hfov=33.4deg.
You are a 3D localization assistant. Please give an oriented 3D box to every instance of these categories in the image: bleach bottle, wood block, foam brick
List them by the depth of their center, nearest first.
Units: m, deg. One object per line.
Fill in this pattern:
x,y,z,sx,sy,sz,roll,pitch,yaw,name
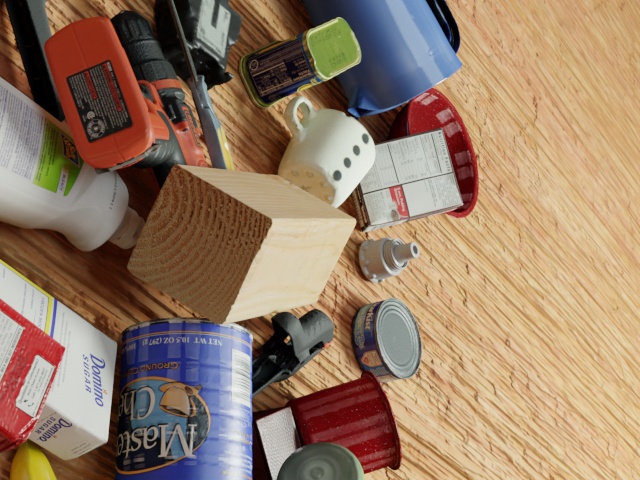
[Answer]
-0.221,-0.053,0.752,0.250,0.068,0.102,37,48,-44,bleach bottle
-0.056,0.002,0.863,0.090,0.091,0.205,-64,164,9,wood block
-0.050,0.185,0.900,0.052,0.051,0.078,-11,86,-57,foam brick

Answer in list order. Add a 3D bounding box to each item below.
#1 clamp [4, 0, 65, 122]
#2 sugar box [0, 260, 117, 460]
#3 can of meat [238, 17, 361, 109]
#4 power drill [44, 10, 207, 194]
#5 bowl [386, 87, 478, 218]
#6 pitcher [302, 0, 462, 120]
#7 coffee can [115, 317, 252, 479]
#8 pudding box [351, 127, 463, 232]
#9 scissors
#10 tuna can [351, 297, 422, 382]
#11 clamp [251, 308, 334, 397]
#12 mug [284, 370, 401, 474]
-0.245,-0.206,0.803,0.164,0.036,0.210,32,49,-42,clamp
-0.213,0.066,0.711,0.176,0.048,0.093,47,25,-36,sugar box
-0.018,-0.181,1.071,0.101,0.084,0.057,-40,109,-54,can of meat
-0.146,-0.112,0.829,0.187,0.057,0.184,17,50,-79,power drill
0.125,-0.098,1.265,0.161,0.055,0.162,27,55,-47,bowl
0.052,-0.268,1.170,0.243,0.145,0.149,62,13,-11,pitcher
-0.101,0.139,0.800,0.102,0.103,0.140,24,57,-48,coffee can
0.089,-0.066,1.159,0.113,0.039,0.090,-14,86,-12,pudding box
-0.104,-0.127,0.938,0.096,0.016,0.202,-105,179,-82,scissors
0.070,0.105,1.118,0.086,0.034,0.086,27,55,-47,tuna can
-0.039,0.105,0.934,0.039,0.120,0.171,51,13,14,clamp
0.016,0.177,0.959,0.081,0.117,0.093,-15,61,-14,mug
